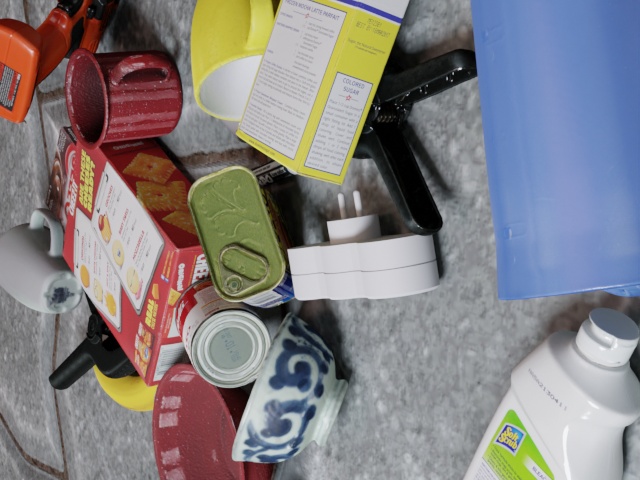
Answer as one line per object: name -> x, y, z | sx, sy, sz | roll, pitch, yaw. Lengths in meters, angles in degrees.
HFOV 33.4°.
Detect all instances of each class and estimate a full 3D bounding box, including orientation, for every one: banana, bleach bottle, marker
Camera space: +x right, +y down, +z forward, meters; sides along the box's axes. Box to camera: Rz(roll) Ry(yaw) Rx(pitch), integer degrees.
banana -> -0.197, 0.146, 1.138 | 0.198, 0.037, 0.069 | -5, 69, 53
bleach bottle -> 0.134, 0.153, 0.635 | 0.103, 0.067, 0.251 | 45, 131, 40
marker -> -0.045, -0.054, 0.873 | 0.121, 0.020, 0.020 | -16, 86, 55

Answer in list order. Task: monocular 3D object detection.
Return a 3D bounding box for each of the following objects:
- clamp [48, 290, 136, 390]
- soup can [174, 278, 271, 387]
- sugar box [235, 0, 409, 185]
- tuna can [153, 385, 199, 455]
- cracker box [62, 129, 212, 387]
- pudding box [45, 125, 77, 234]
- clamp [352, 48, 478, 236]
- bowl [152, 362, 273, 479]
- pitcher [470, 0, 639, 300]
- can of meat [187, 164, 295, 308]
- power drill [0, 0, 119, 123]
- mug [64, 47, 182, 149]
clamp -> -0.229, 0.084, 1.140 | 0.210, 0.036, 0.164 | -3, 79, 52
soup can -> -0.082, 0.076, 0.891 | 0.102, 0.068, 0.068 | -141, 47, -71
sugar box -> 0.007, -0.135, 0.710 | 0.093, 0.048, 0.176 | 35, 106, 51
tuna can -> -0.140, 0.183, 1.041 | 0.086, 0.033, 0.086 | 179, 90, -71
cracker box -> -0.169, 0.007, 1.025 | 0.214, 0.071, 0.164 | 48, 134, 39
pudding box -> -0.259, -0.056, 1.163 | 0.090, 0.039, 0.114 | 51, 138, 33
clamp -> 0.042, -0.076, 0.721 | 0.172, 0.039, 0.120 | 26, 105, 56
bowl -> -0.088, 0.183, 0.937 | 0.162, 0.055, 0.162 | 15, 108, 53
pitcher -> 0.139, -0.095, 0.504 | 0.149, 0.144, 0.243 | -9, 88, 24
can of meat -> -0.055, 0.001, 0.838 | 0.084, 0.057, 0.102 | 40, -151, -75
power drill -> -0.242, -0.208, 0.989 | 0.057, 0.187, 0.185 | 30, 135, 0
mug -> -0.176, -0.139, 0.984 | 0.117, 0.081, 0.093 | -40, 66, 52
